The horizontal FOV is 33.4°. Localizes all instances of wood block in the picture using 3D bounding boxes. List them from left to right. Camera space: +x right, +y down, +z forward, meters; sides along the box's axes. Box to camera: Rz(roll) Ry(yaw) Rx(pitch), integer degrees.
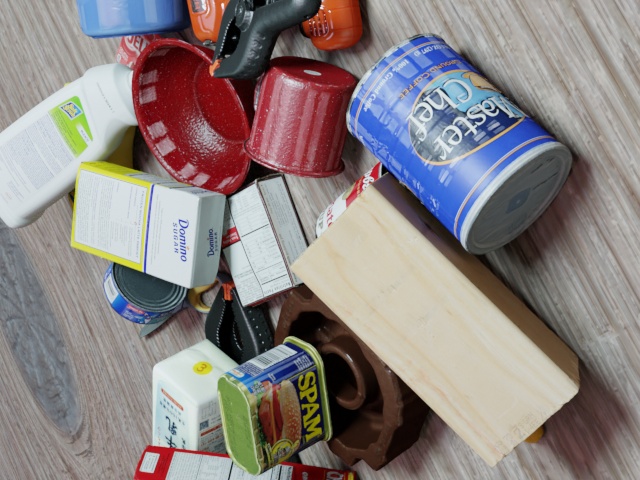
[{"bbox_3d":[0.088,0.055,0.800,0.206,0.090,0.090,45,106,2],"label":"wood block"}]

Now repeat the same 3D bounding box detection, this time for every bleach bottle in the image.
[{"bbox_3d":[-0.261,-0.109,1.139,0.251,0.068,0.102,-27,100,30],"label":"bleach bottle"}]

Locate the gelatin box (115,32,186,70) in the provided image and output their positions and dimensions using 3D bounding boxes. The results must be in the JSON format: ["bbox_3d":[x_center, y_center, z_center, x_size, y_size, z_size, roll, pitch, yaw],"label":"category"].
[{"bbox_3d":[-0.175,-0.193,1.118,0.089,0.030,0.073,51,134,23],"label":"gelatin box"}]

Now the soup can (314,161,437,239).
[{"bbox_3d":[0.049,-0.022,0.900,0.102,0.068,0.068,-40,73,46],"label":"soup can"}]

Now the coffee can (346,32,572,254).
[{"bbox_3d":[0.102,-0.073,0.800,0.140,0.102,0.103,48,133,26],"label":"coffee can"}]

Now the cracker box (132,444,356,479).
[{"bbox_3d":[-0.079,0.296,1.057,0.213,0.072,0.164,7,115,1],"label":"cracker box"}]

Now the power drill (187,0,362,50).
[{"bbox_3d":[-0.047,-0.251,0.938,0.188,0.057,0.184,1,103,48],"label":"power drill"}]

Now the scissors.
[{"bbox_3d":[-0.164,0.052,1.197,0.202,0.016,0.096,-16,89,48],"label":"scissors"}]

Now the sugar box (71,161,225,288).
[{"bbox_3d":[-0.175,-0.019,1.073,0.176,0.048,0.093,16,105,33],"label":"sugar box"}]

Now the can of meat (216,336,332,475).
[{"bbox_3d":[-0.042,0.150,0.958,0.058,0.083,0.102,21,126,47],"label":"can of meat"}]

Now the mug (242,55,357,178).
[{"bbox_3d":[-0.021,-0.115,0.936,0.117,0.093,0.081,41,126,46],"label":"mug"}]

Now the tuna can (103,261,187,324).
[{"bbox_3d":[-0.188,0.046,1.145,0.086,0.085,0.034,59,137,16],"label":"tuna can"}]

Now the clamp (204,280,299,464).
[{"bbox_3d":[-0.091,0.136,1.130,0.165,0.036,0.210,13,115,44],"label":"clamp"}]

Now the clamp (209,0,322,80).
[{"bbox_3d":[-0.047,-0.183,0.877,0.172,0.039,0.120,120,149,-44],"label":"clamp"}]

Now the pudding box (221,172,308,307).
[{"bbox_3d":[-0.057,0.001,1.048,0.090,0.039,0.113,-23,87,48],"label":"pudding box"}]

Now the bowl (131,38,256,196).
[{"bbox_3d":[-0.110,-0.126,1.036,0.162,0.055,0.162,25,131,31],"label":"bowl"}]
